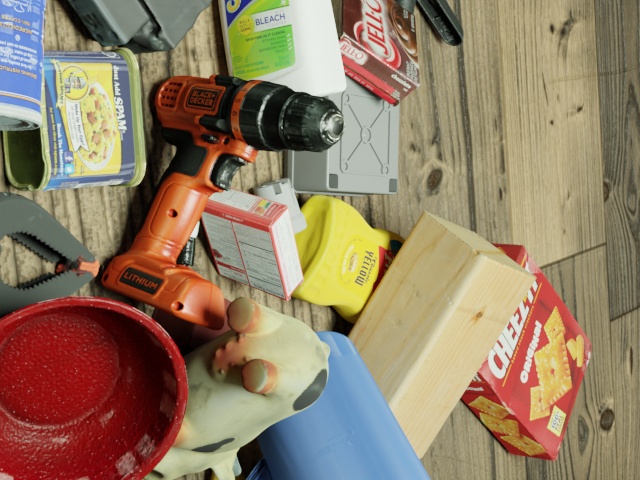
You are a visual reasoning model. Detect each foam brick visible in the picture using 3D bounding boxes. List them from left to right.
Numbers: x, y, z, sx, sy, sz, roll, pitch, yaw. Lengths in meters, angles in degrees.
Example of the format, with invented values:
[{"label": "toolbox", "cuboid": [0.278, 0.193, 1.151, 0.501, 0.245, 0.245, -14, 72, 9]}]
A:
[{"label": "foam brick", "cuboid": [-0.093, 0.074, 0.866, 0.078, 0.053, 0.051, 35, 66, -46]}]

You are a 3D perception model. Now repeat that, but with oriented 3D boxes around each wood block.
[{"label": "wood block", "cuboid": [0.094, 0.090, 0.989, 0.090, 0.090, 0.206, 20, 106, -45]}]

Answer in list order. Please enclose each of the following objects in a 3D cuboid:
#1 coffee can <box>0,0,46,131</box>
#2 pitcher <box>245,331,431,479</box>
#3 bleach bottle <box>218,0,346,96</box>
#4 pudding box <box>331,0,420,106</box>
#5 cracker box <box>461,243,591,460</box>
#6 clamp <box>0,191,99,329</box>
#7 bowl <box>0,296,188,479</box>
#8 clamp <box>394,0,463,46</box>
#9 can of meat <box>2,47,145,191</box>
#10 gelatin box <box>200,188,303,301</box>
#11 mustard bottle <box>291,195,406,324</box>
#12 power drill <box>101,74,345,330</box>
[{"label": "coffee can", "cuboid": [-0.223, -0.145, 0.666, 0.102, 0.103, 0.140, 4, 88, -49]}, {"label": "pitcher", "cuboid": [0.013, 0.202, 0.868, 0.149, 0.145, 0.243, 10, 42, -43]}, {"label": "bleach bottle", "cuboid": [-0.050, -0.238, 0.883, 0.067, 0.103, 0.251, -20, 101, -56]}, {"label": "pudding box", "cuboid": [0.045, -0.187, 0.977, 0.090, 0.039, 0.113, 30, 37, -27]}, {"label": "cracker box", "cuboid": [0.227, 0.130, 1.228, 0.213, 0.072, 0.164, 49, 56, -38]}, {"label": "clamp", "cuboid": [-0.236, 0.021, 0.704, 0.209, 0.036, 0.164, 20, 71, -51]}, {"label": "bowl", "cuboid": [-0.174, 0.101, 0.718, 0.161, 0.055, 0.162, -9, 115, -20]}, {"label": "clamp", "cuboid": [0.086, -0.260, 1.074, 0.120, 0.039, 0.171, -40, 115, -46]}, {"label": "can of meat", "cuboid": [-0.177, -0.086, 0.759, 0.083, 0.058, 0.102, -9, 98, -47]}, {"label": "gelatin box", "cuboid": [-0.056, 0.001, 0.873, 0.030, 0.073, 0.089, -51, 146, -33]}, {"label": "mustard bottle", "cuboid": [0.043, 0.032, 1.019, 0.191, 0.058, 0.096, 28, 78, -47]}, {"label": "power drill", "cuboid": [-0.077, -0.032, 0.795, 0.057, 0.185, 0.187, 28, 80, -46]}]
